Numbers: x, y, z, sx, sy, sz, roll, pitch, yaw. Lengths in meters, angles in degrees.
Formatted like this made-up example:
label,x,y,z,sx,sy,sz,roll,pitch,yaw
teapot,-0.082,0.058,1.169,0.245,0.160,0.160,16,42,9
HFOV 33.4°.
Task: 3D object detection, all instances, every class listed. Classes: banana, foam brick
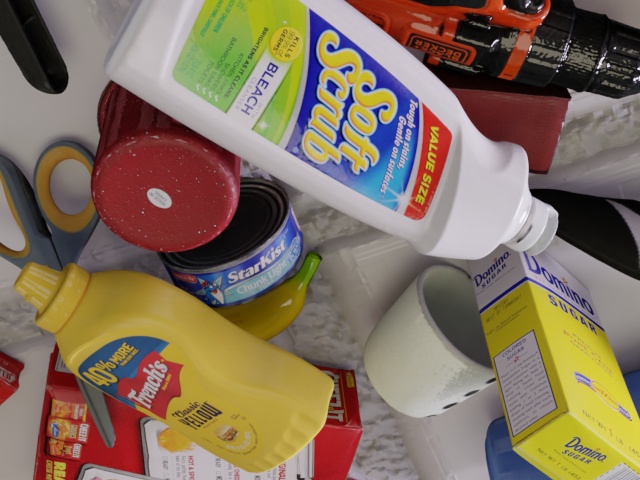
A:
label,x,y,z,sx,sy,sz,roll,pitch,yaw
banana,-0.095,0.046,0.712,0.198,0.037,0.069,-5,103,-1
foam brick,0.096,-0.076,0.616,0.078,0.053,0.051,4,126,-7

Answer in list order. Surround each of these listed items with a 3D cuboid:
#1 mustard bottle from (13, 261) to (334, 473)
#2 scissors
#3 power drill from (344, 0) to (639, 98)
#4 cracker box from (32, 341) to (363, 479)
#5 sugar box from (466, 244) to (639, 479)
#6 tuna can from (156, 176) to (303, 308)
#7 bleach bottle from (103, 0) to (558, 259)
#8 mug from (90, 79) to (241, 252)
label,x,y,z,sx,sy,sz,roll,pitch,yaw
mustard bottle,-0.093,0.068,0.632,0.191,0.058,0.096,33,138,-19
scissors,-0.147,0.026,0.662,0.096,0.016,0.201,-30,101,6
power drill,0.100,-0.130,0.509,0.184,0.057,0.188,14,165,-3
cracker box,-0.094,0.155,0.767,0.213,0.072,0.164,9,125,-10
sugar box,0.144,0.073,0.650,0.093,0.176,0.048,38,119,-27
tuna can,-0.054,0.001,0.646,0.086,0.086,0.033,-15,127,9
bleach bottle,0.021,-0.067,0.551,0.250,0.068,0.102,28,96,-18
mug,-0.082,-0.056,0.605,0.093,0.081,0.117,15,124,-13
